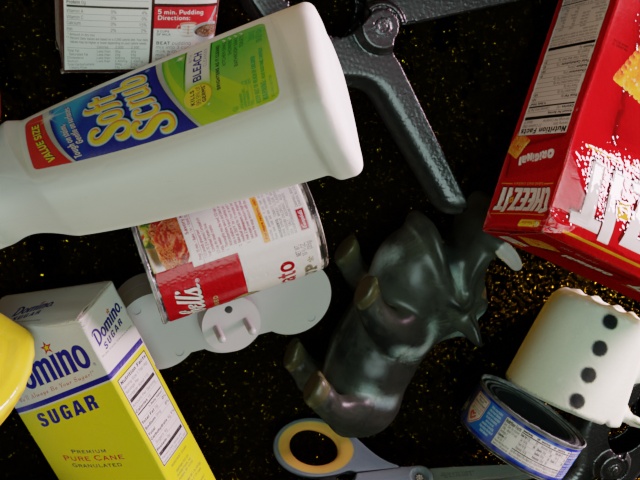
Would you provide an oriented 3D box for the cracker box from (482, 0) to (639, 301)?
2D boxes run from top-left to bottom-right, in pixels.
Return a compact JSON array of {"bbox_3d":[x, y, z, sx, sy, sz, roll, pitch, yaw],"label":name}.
[{"bbox_3d":[0.217,-0.076,0.680,0.164,0.072,0.213,22,83,-23],"label":"cracker box"}]

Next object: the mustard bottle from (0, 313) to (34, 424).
[{"bbox_3d":[-0.230,0.127,0.626,0.058,0.096,0.192,32,129,-7],"label":"mustard bottle"}]

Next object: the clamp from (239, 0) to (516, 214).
[{"bbox_3d":[0.041,-0.135,0.649,0.209,0.036,0.164,31,84,-16],"label":"clamp"}]

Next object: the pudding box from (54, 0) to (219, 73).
[{"bbox_3d":[-0.101,-0.147,0.588,0.090,0.039,0.114,-2,130,-15],"label":"pudding box"}]

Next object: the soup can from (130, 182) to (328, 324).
[{"bbox_3d":[-0.054,0.001,0.624,0.102,0.068,0.068,-18,113,-9],"label":"soup can"}]

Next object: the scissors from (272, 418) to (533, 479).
[{"bbox_3d":[0.053,0.152,0.748,0.201,0.096,0.016,-15,154,-22],"label":"scissors"}]

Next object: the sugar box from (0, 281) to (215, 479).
[{"bbox_3d":[-0.135,0.112,0.661,0.093,0.048,0.176,-9,120,31],"label":"sugar box"}]

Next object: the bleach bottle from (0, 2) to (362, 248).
[{"bbox_3d":[-0.108,-0.045,0.588,0.251,0.102,0.068,-19,138,10],"label":"bleach bottle"}]

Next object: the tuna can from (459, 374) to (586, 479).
[{"bbox_3d":[0.142,0.133,0.753,0.086,0.086,0.034,26,101,-23],"label":"tuna can"}]
